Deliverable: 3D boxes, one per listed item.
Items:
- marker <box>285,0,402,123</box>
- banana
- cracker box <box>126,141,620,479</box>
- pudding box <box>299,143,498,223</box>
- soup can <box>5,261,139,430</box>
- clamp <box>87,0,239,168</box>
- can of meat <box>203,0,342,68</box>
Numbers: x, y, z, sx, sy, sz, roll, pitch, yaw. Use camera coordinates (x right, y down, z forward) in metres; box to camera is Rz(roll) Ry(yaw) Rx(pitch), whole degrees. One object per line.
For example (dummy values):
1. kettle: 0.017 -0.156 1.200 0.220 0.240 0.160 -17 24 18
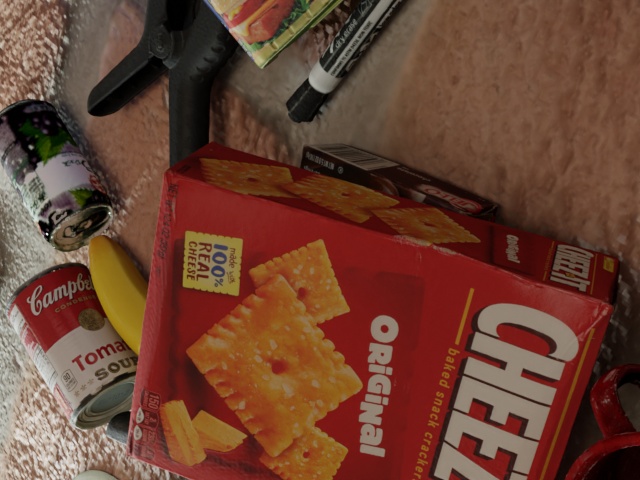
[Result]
1. marker: 0.016 -0.109 0.593 0.020 0.020 0.121 55 129 20
2. banana: -0.097 0.056 0.719 0.198 0.037 0.069 21 85 35
3. cracker box: 0.018 0.061 0.528 0.214 0.072 0.164 17 113 12
4. pudding box: 0.034 0.005 0.584 0.114 0.039 0.090 27 116 36
5. soup can: -0.172 0.076 0.765 0.102 0.068 0.069 53 128 21
6. clamp: -0.096 -0.123 0.679 0.120 0.039 0.171 31 111 29
7. can of meat: -0.024 -0.156 0.581 0.084 0.057 0.102 50 131 -6
